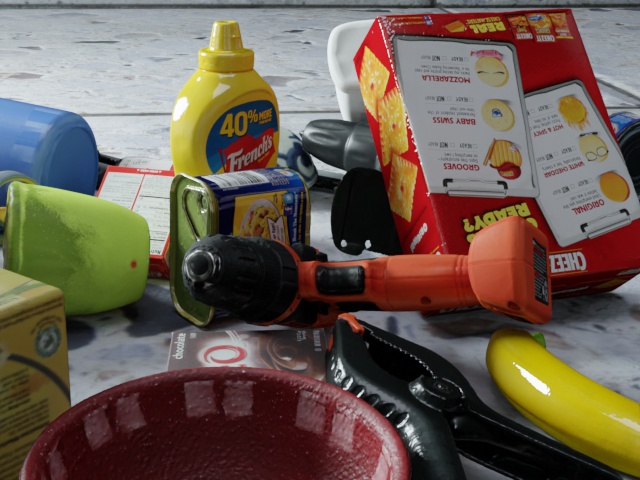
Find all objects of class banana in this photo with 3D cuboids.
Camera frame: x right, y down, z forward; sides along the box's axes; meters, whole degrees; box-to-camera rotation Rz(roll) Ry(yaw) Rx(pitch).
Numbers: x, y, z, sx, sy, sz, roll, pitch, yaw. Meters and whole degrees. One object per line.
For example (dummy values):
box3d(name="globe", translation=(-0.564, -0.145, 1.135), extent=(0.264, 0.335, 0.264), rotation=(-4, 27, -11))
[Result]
box3d(name="banana", translation=(0.143, 0.085, 0.589), extent=(0.069, 0.037, 0.198), rotation=(-7, 20, -18))

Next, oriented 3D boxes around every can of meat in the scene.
box3d(name="can of meat", translation=(-0.055, 0.001, 0.741), extent=(0.083, 0.102, 0.058), rotation=(-10, 21, -34))

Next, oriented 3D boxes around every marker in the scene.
box3d(name="marker", translation=(0.031, -0.054, 1.041), extent=(0.121, 0.020, 0.020), rotation=(13, 22, 33))

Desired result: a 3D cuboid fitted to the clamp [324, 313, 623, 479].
box3d(name="clamp", translation=(0.051, 0.089, 0.513), extent=(0.172, 0.039, 0.120), rotation=(30, 17, 38))

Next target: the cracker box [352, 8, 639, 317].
box3d(name="cracker box", translation=(0.129, -0.061, 0.778), extent=(0.164, 0.214, 0.072), rotation=(-6, -20, -19))

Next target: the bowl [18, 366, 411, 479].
box3d(name="bowl", translation=(-0.043, 0.115, 0.455), extent=(0.162, 0.055, 0.162), rotation=(0, 22, 0))

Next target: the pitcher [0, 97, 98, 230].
box3d(name="pitcher", translation=(-0.318, -0.069, 0.930), extent=(0.243, 0.145, 0.149), rotation=(10, 32, 15))

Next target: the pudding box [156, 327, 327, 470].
box3d(name="pudding box", translation=(-0.039, 0.087, 0.575), extent=(0.090, 0.039, 0.113), rotation=(0, 19, -4))

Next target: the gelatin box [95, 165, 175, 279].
box3d(name="gelatin box", translation=(-0.142, -0.014, 0.832), extent=(0.073, 0.030, 0.089), rotation=(5, 55, 13))

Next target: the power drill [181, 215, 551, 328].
box3d(name="power drill", translation=(0.033, 0.021, 0.625), extent=(0.188, 0.057, 0.184), rotation=(-3, -7, 22))

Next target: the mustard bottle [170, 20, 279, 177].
box3d(name="mustard bottle", translation=(-0.070, -0.067, 0.797), extent=(0.058, 0.192, 0.096), rotation=(15, 23, 38))

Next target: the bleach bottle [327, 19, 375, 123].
box3d(name="bleach bottle", translation=(0.059, -0.131, 1.049), extent=(0.102, 0.068, 0.251), rotation=(-6, -16, -1))
